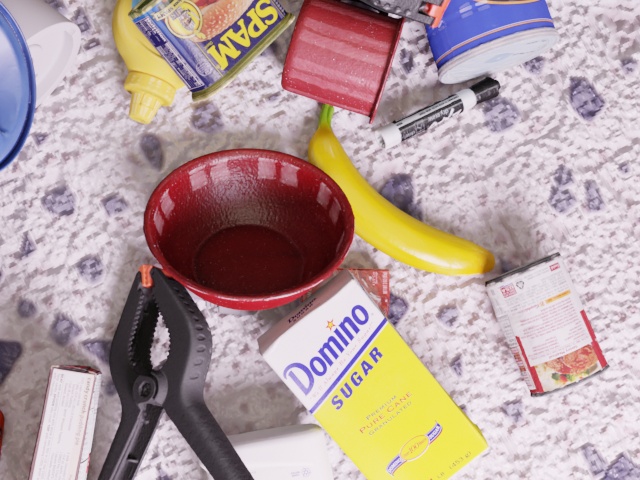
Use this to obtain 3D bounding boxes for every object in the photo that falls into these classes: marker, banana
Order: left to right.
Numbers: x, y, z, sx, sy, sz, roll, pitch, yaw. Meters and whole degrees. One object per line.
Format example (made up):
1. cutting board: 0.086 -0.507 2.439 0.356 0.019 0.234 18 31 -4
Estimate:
1. banana: 0.055 -0.027 0.878 0.198 0.037 0.069 44 80 0
2. marker: 0.101 -0.108 0.897 0.121 0.020 0.020 -27 87 -17

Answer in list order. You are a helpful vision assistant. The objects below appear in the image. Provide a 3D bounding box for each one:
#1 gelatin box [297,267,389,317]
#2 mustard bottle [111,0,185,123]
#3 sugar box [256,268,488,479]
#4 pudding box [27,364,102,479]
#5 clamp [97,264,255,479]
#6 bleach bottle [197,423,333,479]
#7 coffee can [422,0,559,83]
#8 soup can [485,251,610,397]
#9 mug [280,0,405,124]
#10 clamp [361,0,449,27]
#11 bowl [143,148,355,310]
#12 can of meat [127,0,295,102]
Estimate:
1. gelatin box: 0.019 0.067 0.865 0.073 0.030 0.089 1 82 -7
2. mustard bottle: -0.115 -0.186 0.865 0.096 0.058 0.191 22 80 -20
3. sugar box: 0.041 0.118 0.827 0.093 0.048 0.176 -40 105 2
4. pudding box: -0.191 0.149 0.796 0.039 0.090 0.113 8 82 -7
5. clamp: -0.128 0.123 0.813 0.165 0.036 0.210 -25 63 27
6. bleach bottle: -0.026 0.273 0.817 0.102 0.068 0.251 -9 87 0
7. coffee can: 0.126 -0.213 0.879 0.102 0.103 0.140 -17 85 -9
8. soup can: 0.183 0.068 0.868 0.068 0.068 0.102 -22 85 -10
9. mug: 0.020 -0.160 0.870 0.081 0.093 0.117 17 63 0
10. clamp: 0.016 -0.213 0.826 0.171 0.120 0.039 29 124 12
11. bowl: -0.055 0.001 0.830 0.162 0.055 0.162 2 47 -3
12. can of meat: -0.084 -0.171 0.816 0.102 0.058 0.084 -48 111 -21
